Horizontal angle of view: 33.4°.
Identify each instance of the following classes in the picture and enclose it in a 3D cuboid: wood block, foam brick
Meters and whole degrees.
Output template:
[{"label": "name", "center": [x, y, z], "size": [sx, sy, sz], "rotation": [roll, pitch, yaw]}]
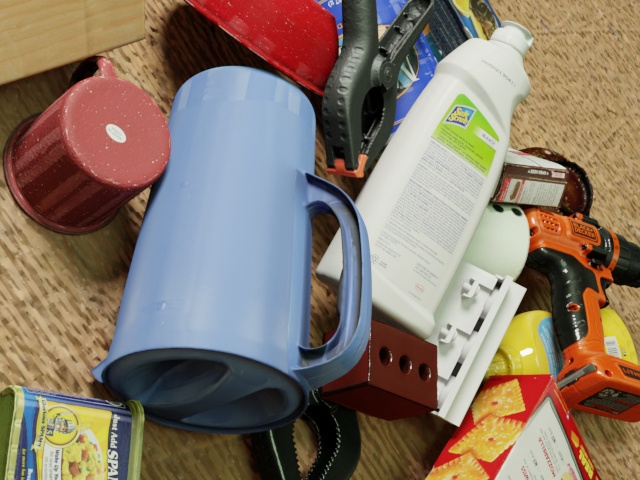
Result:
[{"label": "wood block", "center": [-0.218, -0.155, 0.679], "size": [0.205, 0.090, 0.091], "rotation": [-29, 134, -42]}, {"label": "foam brick", "center": [0.045, 0.097, 0.794], "size": [0.078, 0.051, 0.053], "rotation": [25, 57, -38]}]

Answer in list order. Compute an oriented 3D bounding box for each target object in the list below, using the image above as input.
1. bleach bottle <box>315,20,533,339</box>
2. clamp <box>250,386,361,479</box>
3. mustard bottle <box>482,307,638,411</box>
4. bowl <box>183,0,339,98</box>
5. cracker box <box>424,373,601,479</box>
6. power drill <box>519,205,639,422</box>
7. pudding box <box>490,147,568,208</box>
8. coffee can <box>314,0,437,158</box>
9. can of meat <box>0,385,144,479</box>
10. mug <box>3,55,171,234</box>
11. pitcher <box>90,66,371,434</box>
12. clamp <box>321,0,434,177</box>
[{"label": "bleach bottle", "center": [0.099, -0.055, 0.831], "size": [0.102, 0.068, 0.251], "rotation": [34, 81, -23]}, {"label": "clamp", "center": [0.002, 0.116, 0.810], "size": [0.164, 0.036, 0.210], "rotation": [21, 57, -31]}, {"label": "mustard bottle", "center": [0.209, 0.111, 0.967], "size": [0.191, 0.058, 0.096], "rotation": [1, 74, -39]}, {"label": "bowl", "center": [-0.041, -0.175, 0.815], "size": [0.162, 0.055, 0.162], "rotation": [35, 10, -7]}, {"label": "cracker box", "center": [0.146, 0.235, 0.841], "size": [0.213, 0.072, 0.164], "rotation": [-47, 118, -40]}, {"label": "power drill", "center": [0.251, 0.065, 0.951], "size": [0.184, 0.057, 0.187], "rotation": [15, 49, -30]}, {"label": "pudding box", "center": [0.152, -0.065, 0.959], "size": [0.089, 0.114, 0.039], "rotation": [2, 107, -38]}, {"label": "coffee can", "center": [0.044, -0.148, 0.905], "size": [0.102, 0.103, 0.140], "rotation": [-24, 89, -42]}, {"label": "can of meat", "center": [-0.160, 0.143, 0.653], "size": [0.083, 0.058, 0.102], "rotation": [16, 64, -33]}, {"label": "mug", "center": [-0.155, -0.071, 0.725], "size": [0.093, 0.082, 0.117], "rotation": [14, 65, -35]}, {"label": "pitcher", "center": [-0.055, 0.001, 0.736], "size": [0.149, 0.145, 0.242], "rotation": [17, 57, -19]}, {"label": "clamp", "center": [0.043, -0.131, 0.815], "size": [0.120, 0.039, 0.171], "rotation": [6, 95, -50]}]
